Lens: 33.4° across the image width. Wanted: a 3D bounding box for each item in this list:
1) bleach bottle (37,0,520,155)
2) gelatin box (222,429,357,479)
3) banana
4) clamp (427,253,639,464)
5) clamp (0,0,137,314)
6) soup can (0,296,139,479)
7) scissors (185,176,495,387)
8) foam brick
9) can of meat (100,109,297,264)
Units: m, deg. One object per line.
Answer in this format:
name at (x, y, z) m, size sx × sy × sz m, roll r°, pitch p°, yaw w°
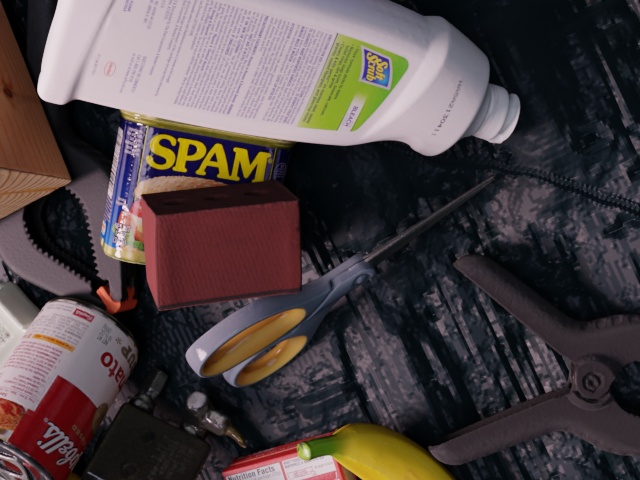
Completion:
bleach bottle at (-0.013, -0.092, 0.567) m, size 0.250 × 0.068 × 0.103 m, roll 14°, pitch 128°, yaw -18°
gelatin box at (-0.010, 0.167, 0.646) m, size 0.073 × 0.030 × 0.089 m, roll -18°, pitch 92°, yaw 15°
banana at (0.067, 0.171, 0.614) m, size 0.198 × 0.069 × 0.037 m, roll 48°, pitch 147°, yaw -2°
clamp at (0.143, 0.086, 0.600) m, size 0.171 × 0.039 × 0.120 m, roll 17°, pitch 100°, yaw 10°
clamp at (-0.171, -0.050, 0.657) m, size 0.165 × 0.036 × 0.210 m, roll -43°, pitch 82°, yaw 13°
soup can at (-0.159, 0.092, 0.626) m, size 0.068 × 0.102 × 0.068 m, roll 18°, pitch 143°, yaw 14°
scissors at (0.014, 0.030, 0.626) m, size 0.201 × 0.096 × 0.016 m, roll -28°, pitch 66°, yaw -16°
foam brick at (-0.054, 0.001, 0.568) m, size 0.078 × 0.053 × 0.051 m, roll -7°, pitch 108°, yaw -16°
can of meat at (-0.072, -0.029, 0.613) m, size 0.102 × 0.057 × 0.084 m, roll 8°, pitch 101°, yaw -18°
